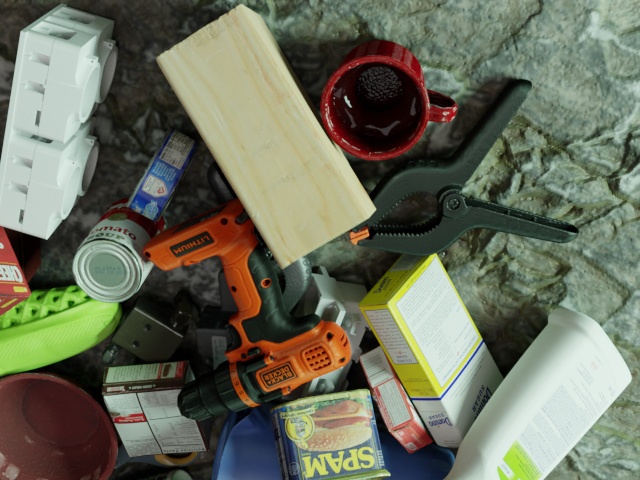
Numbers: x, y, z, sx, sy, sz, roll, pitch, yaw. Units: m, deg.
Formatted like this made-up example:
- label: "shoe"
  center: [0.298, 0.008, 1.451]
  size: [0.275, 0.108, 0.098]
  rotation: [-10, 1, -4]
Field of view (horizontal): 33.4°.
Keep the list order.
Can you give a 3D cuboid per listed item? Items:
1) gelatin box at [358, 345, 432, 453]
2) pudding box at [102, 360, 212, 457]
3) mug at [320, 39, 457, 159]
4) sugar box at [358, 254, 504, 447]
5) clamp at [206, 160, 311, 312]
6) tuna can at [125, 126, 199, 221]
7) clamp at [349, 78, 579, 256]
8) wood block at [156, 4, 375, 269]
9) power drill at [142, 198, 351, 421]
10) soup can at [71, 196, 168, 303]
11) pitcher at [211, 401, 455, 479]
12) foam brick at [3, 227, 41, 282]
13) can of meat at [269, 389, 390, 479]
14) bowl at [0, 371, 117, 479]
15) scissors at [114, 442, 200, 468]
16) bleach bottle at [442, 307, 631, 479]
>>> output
- label: "gelatin box"
  center: [0.073, 0.157, 1.051]
  size: [0.030, 0.089, 0.073]
  rotation: [-27, 148, 6]
- label: "pudding box"
  center: [-0.167, 0.175, 1.099]
  size: [0.090, 0.039, 0.113]
  rotation: [-6, 134, 6]
- label: "mug"
  center: [0.062, -0.126, 0.938]
  size: [0.117, 0.081, 0.093]
  rotation: [8, 116, 3]
- label: "sugar box"
  center: [0.112, 0.105, 1.033]
  size: [0.048, 0.093, 0.176]
  rotation: [-6, 119, 45]
- label: "clamp"
  center: [-0.057, 0.001, 1.015]
  size: [0.120, 0.039, 0.171]
  rotation: [14, 109, 8]
- label: "tuna can"
  center: [-0.146, -0.061, 0.993]
  size: [0.033, 0.086, 0.086]
  rotation: [29, 115, -9]
- label: "clamp"
  center: [0.130, -0.034, 0.991]
  size: [0.210, 0.036, 0.164]
  rotation: [-27, 109, 9]
- label: "wood block"
  center: [-0.045, -0.090, 0.929]
  size: [0.090, 0.090, 0.206]
  rotation: [-31, 92, 8]
- label: "power drill"
  center: [-0.087, 0.068, 0.995]
  size: [0.185, 0.057, 0.187]
  rotation: [-24, 104, 17]
- label: "soup can"
  center: [-0.191, 0.008, 1.022]
  size: [0.068, 0.102, 0.068]
  rotation: [3, 115, 6]
- label: "pitcher"
  center: [0.009, 0.251, 1.103]
  size: [0.243, 0.149, 0.145]
  rotation: [12, 83, -2]
- label: "foam brick"
  center: [-0.312, -0.001, 1.061]
  size: [0.051, 0.053, 0.078]
  rotation: [6, 114, 4]
- label: "can of meat"
  center: [0.007, 0.191, 1.010]
  size: [0.102, 0.057, 0.084]
  rotation: [-6, 72, -16]
- label: "bowl"
  center: [-0.290, 0.199, 1.149]
  size: [0.162, 0.055, 0.162]
  rotation: [3, 115, 6]
- label: "scissors"
  center: [-0.209, 0.249, 1.184]
  size: [0.096, 0.016, 0.202]
  rotation: [37, 114, -10]
- label: "bleach bottle"
  center: [0.182, 0.186, 1.005]
  size: [0.250, 0.068, 0.102]
  rotation: [-45, 117, -13]
